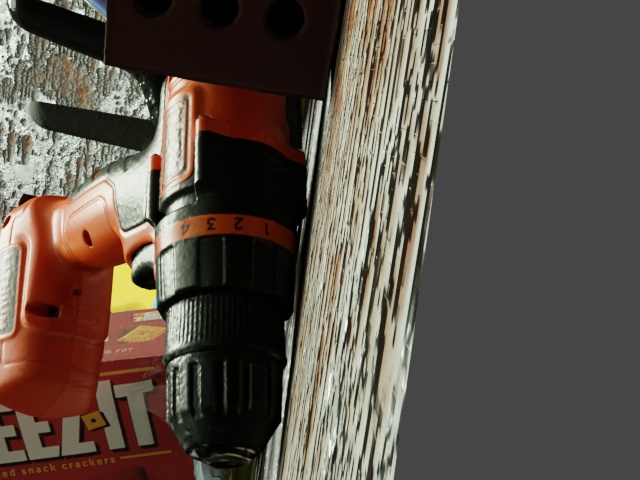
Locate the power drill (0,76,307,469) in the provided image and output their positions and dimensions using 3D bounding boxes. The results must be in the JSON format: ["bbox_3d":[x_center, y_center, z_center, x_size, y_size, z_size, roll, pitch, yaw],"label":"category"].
[{"bbox_3d":[-0.076,0.017,0.445,0.188,0.057,0.184,-29,52,44],"label":"power drill"}]

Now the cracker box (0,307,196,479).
[{"bbox_3d":[-0.145,0.156,0.622,0.072,0.164,0.214,-100,3,-69],"label":"cracker box"}]

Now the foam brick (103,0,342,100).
[{"bbox_3d":[-0.031,-0.086,0.367,0.051,0.078,0.053,-84,3,-63],"label":"foam brick"}]

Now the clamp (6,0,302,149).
[{"bbox_3d":[-0.075,-0.093,0.542,0.171,0.120,0.039,60,-171,-2],"label":"clamp"}]

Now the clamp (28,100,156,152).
[{"bbox_3d":[-0.108,-0.080,0.818,0.210,0.164,0.036,53,172,6],"label":"clamp"}]
